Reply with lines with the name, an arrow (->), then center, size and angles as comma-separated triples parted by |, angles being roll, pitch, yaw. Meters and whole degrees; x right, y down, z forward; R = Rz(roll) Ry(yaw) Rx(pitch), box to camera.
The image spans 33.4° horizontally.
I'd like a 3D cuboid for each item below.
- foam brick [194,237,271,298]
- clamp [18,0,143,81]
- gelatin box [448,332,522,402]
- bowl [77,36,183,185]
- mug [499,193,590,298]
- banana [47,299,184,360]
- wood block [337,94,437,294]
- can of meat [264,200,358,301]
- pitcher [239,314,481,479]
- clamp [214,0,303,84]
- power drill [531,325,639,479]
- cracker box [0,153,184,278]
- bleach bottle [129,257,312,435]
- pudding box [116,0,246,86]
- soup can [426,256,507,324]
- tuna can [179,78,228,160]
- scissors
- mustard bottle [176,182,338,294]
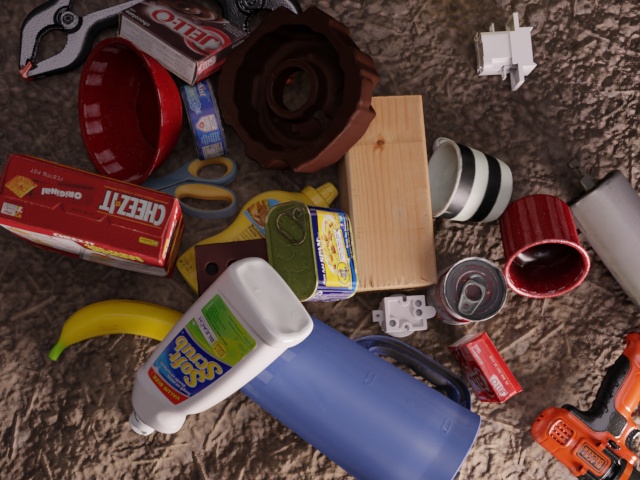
foam brick -> -0.091, 0.029, 1.109 | 0.078, 0.051, 0.053 | -7, 83, -6
clamp -> -0.284, -0.255, 1.194 | 0.171, 0.039, 0.120 | -43, 87, -8
gelatin box -> 0.177, 0.139, 1.161 | 0.030, 0.089, 0.073 | -31, 87, -8
bowl -> -0.197, -0.138, 1.151 | 0.055, 0.162, 0.162 | -10, 83, -42
mug -> 0.251, 0.009, 1.180 | 0.117, 0.093, 0.081 | 31, 37, -29
banana -> -0.194, 0.100, 1.162 | 0.197, 0.037, 0.070 | 4, 100, -3
wood block -> 0.070, -0.048, 1.175 | 0.090, 0.090, 0.206 | -3, 83, -5
can of meat -> -0.007, 0.013, 1.099 | 0.058, 0.083, 0.102 | -12, 80, 34
pitcher -> 0.042, 0.170, 1.135 | 0.243, 0.149, 0.145 | 34, 97, 3
clamp -> -0.069, -0.278, 1.199 | 0.165, 0.036, 0.210 | -29, 94, 13
power drill -> 0.355, 0.203, 1.185 | 0.184, 0.057, 0.187 | 39, 81, 1
cracker box -> -0.225, -0.020, 1.081 | 0.164, 0.214, 0.072 | 14, 82, -3
bleach bottle -> -0.118, 0.128, 1.083 | 0.102, 0.067, 0.251 | 53, 125, 14
pudding box -> -0.152, -0.225, 1.171 | 0.113, 0.039, 0.089 | 33, 43, 16
soup can -> 0.157, 0.057, 1.163 | 0.068, 0.102, 0.068 | 1, 83, -5
tuna can -> -0.128, -0.132, 1.170 | 0.033, 0.086, 0.086 | -15, 84, -6
scissors -> -0.180, -0.072, 1.188 | 0.202, 0.016, 0.096 | 16, 53, 14
mustard bottle -> -0.058, 0.002, 1.173 | 0.191, 0.058, 0.096 | -40, 83, -8
